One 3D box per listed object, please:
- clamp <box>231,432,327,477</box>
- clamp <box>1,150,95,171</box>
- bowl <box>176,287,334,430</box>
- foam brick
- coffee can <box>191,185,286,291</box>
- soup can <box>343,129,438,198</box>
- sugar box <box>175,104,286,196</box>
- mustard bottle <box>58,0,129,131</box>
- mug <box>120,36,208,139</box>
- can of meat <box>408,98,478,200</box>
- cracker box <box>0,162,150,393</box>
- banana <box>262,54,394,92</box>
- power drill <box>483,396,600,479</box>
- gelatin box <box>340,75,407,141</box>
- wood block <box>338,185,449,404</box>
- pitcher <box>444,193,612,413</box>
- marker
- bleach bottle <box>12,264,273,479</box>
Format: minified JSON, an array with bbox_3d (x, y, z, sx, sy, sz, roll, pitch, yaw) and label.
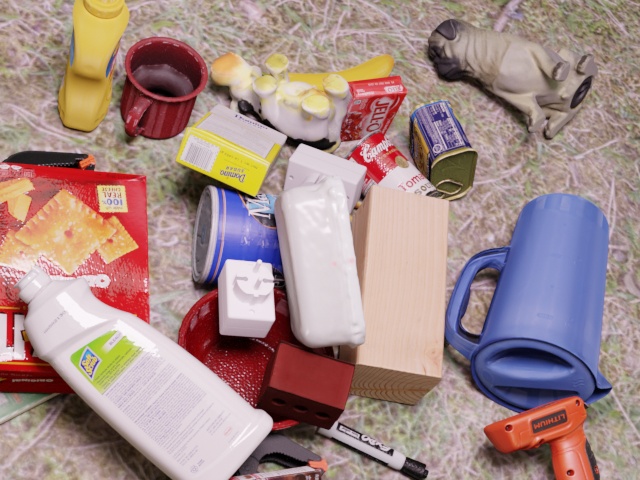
[{"bbox_3d":[-0.081,0.214,1.020,0.171,0.039,0.120,-7,69,-26],"label":"clamp"},{"bbox_3d":[-0.329,-0.045,1.099,0.164,0.036,0.209,46,56,9],"label":"clamp"},{"bbox_3d":[-0.069,0.125,1.072,0.162,0.055,0.162,9,56,-14],"label":"bowl"},{"bbox_3d":[-0.015,0.139,1.015,0.078,0.053,0.051,18,53,-7],"label":"foam brick"},{"bbox_3d":[-0.057,0.001,1.128,0.140,0.103,0.103,7,56,-16],"label":"coffee can"},{"bbox_3d":[0.079,-0.070,1.246,0.068,0.069,0.102,-34,75,-34],"label":"soup can"},{"bbox_3d":[-0.093,-0.101,1.160,0.093,0.048,0.176,25,13,-2],"label":"sugar box"},{"bbox_3d":[-0.242,-0.209,1.143,0.058,0.192,0.096,14,55,-12],"label":"mustard bottle"},{"bbox_3d":[-0.185,-0.161,1.200,0.093,0.082,0.117,28,53,-1],"label":"mug"},{"bbox_3d":[0.143,-0.107,1.273,0.057,0.102,0.084,-17,61,-7],"label":"can of meat"},{"bbox_3d":[-0.251,0.035,1.026,0.164,0.072,0.213,5,64,-21],"label":"cracker box"},{"bbox_3d":[0.015,-0.202,1.328,0.197,0.037,0.070,-8,61,-24],"label":"banana"},{"bbox_3d":[0.231,0.263,1.068,0.184,0.057,0.188,-16,82,-24],"label":"power drill"},{"bbox_3d":[0.055,-0.157,1.280,0.073,0.089,0.030,-9,62,-25],"label":"gelatin box"},{"bbox_3d":[0.078,0.057,1.134,0.090,0.090,0.206,11,62,-10],"label":"wood block"},{"bbox_3d":[0.244,0.060,1.189,0.149,0.145,0.242,50,42,-29],"label":"pitcher"},{"bbox_3d":[0.054,0.212,1.082,0.121,0.020,0.020,27,53,-2],"label":"marker"},{"bbox_3d":[-0.165,0.113,0.949,0.251,0.068,0.102,45,74,-7],"label":"bleach bottle"}]
